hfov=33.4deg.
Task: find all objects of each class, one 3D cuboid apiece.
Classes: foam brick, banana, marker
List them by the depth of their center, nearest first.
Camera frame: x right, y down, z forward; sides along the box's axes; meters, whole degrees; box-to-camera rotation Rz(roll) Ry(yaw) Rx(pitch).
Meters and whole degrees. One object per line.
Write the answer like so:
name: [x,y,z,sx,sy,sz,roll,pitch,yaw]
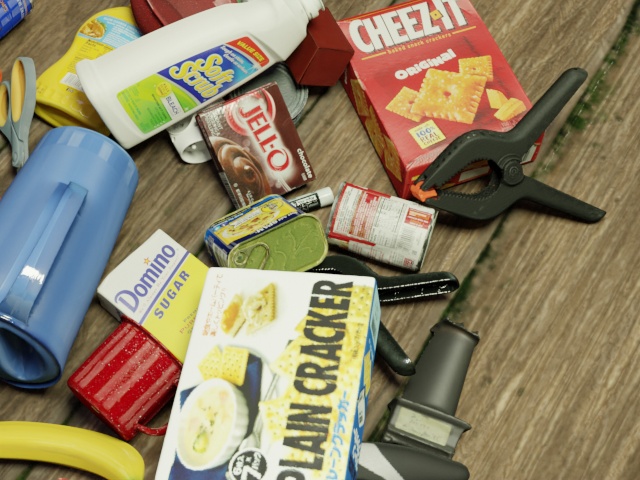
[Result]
banana: [-0.239,0.190,0.967,0.198,0.069,0.037,10,97,11]
marker: [-0.044,-0.029,1.117,0.121,0.020,0.020,-19,64,-12]
foam brick: [-0.008,-0.212,1.158,0.051,0.053,0.078,0,50,-37]

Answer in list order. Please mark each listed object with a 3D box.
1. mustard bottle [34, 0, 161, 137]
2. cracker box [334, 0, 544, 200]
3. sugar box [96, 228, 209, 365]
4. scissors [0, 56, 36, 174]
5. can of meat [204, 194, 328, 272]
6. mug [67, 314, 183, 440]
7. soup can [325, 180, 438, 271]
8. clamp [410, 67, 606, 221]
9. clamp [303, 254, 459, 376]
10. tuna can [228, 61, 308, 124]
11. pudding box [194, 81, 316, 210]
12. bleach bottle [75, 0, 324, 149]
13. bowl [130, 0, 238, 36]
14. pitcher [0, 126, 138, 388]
mustard bottle: [-0.232,-0.202,1.182,0.096,0.058,0.191,24,63,13]
cracker box: [0.123,-0.165,1.167,0.164,0.072,0.214,-18,63,-12]
sugar box: [-0.125,0.075,1.042,0.176,0.048,0.093,37,66,16]
scissors: [-0.326,-0.093,1.135,0.016,0.096,0.202,5,87,-37]
can of meat: [-0.057,0.001,1.059,0.102,0.057,0.084,-26,28,-16]
mug: [-0.170,0.136,0.982,0.117,0.093,0.081,35,70,24]
soup can: [0.062,-0.014,1.085,0.102,0.068,0.068,17,62,6]
clamp: [0.193,-0.085,1.088,0.209,0.036,0.164,-9,106,-13]
clamp: [0.040,0.067,1.044,0.172,0.039,0.120,10,49,18]
tuna can: [-0.058,-0.159,1.171,0.086,0.034,0.086,2,71,-7]
pudding box: [-0.068,-0.097,1.114,0.090,0.039,0.113,-26,101,-14]
bleach bottle: [-0.114,-0.193,1.085,0.251,0.102,0.068,-29,50,-1]
bowl: [-0.156,-0.252,1.178,0.162,0.055,0.162,34,40,-34]
pitcher: [-0.260,0.005,1.015,0.149,0.145,0.242,0,52,24]
